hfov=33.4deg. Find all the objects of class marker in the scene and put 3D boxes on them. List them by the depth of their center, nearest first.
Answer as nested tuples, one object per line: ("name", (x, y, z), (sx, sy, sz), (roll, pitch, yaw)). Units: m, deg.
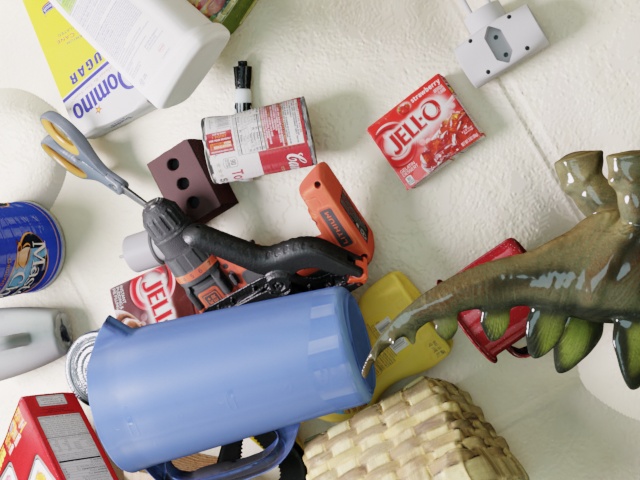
("marker", (-0.078, -0.120, 1.074), (0.020, 0.020, 0.121), (1, 94, 18))

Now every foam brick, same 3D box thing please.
("foam brick", (-0.129, -0.058, 1.079), (0.053, 0.051, 0.078), (-30, 84, 17))

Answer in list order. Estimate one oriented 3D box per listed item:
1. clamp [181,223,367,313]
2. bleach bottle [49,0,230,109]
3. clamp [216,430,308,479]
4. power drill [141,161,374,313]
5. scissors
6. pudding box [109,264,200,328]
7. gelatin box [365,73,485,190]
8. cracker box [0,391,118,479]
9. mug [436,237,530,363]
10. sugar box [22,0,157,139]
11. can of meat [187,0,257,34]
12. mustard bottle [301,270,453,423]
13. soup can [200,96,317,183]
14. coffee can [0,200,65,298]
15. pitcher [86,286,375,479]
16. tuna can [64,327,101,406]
("clamp", (-0.043, 0.039, 0.995), (0.171, 0.039, 0.120), (6, 135, 0))
("bleach bottle", (-0.209, -0.246, 1.036), (0.251, 0.068, 0.103), (44, 121, 7))
("clamp", (-0.056, 0.265, 1.053), (0.164, 0.036, 0.210), (-25, 97, 3))
("power drill", (-0.057, 0.001, 1.031), (0.188, 0.057, 0.184), (-29, 112, 18))
("scissors", (-0.217, -0.072, 1.086), (0.202, 0.096, 0.016), (27, 61, 27))
("pudding box", (-0.160, 0.085, 1.094), (0.090, 0.039, 0.113), (-24, 72, 19))
("gelatin box", (0.099, -0.102, 1.012), (0.089, 0.030, 0.073), (-36, 83, 17))
("cracker box", (-0.259, 0.285, 1.077), (0.214, 0.071, 0.164), (52, 127, 34))
("mug", (0.173, 0.060, 0.976), (0.081, 0.093, 0.117), (-36, 111, 12))
("sugar box", (-0.239, -0.203, 1.108), (0.093, 0.048, 0.176), (-24, 85, 18))
("can of meat", (-0.102, -0.262, 1.053), (0.084, 0.057, 0.102), (39, 105, 9))
("mustard bottle", (0.028, 0.121, 1.037), (0.192, 0.058, 0.096), (-38, 88, 17))
("soup can", (-0.059, -0.096, 1.031), (0.102, 0.068, 0.068), (-11, 91, 2))
("coffee can", (-0.346, 0.012, 1.109), (0.103, 0.140, 0.103), (1, 94, 18))
("pitcher", (-0.075, 0.130, 0.971), (0.243, 0.149, 0.145), (-15, 60, 11))
("tuna can", (-0.228, 0.136, 1.135), (0.086, 0.033, 0.086), (1, 94, 18))
